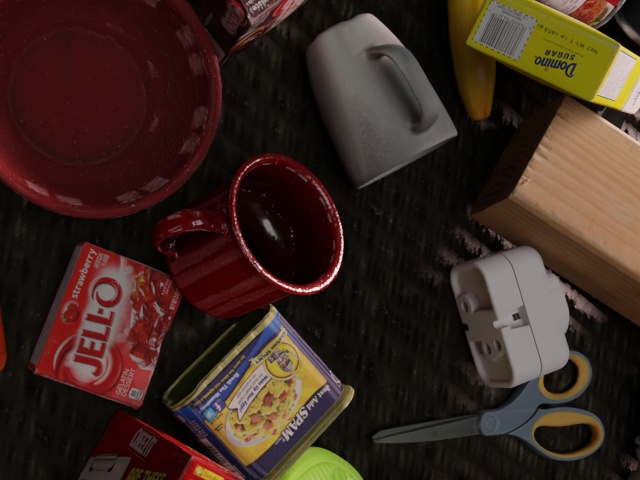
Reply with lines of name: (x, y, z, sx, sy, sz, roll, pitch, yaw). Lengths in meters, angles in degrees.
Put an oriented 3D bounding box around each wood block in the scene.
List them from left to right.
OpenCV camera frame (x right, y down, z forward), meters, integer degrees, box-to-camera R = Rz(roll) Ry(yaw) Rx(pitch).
wood block: (0.228, -0.007, 0.789, 0.206, 0.090, 0.090, 33, 77, -6)

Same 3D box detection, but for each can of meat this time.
can of meat: (-0.043, 0.105, 0.715, 0.102, 0.058, 0.084, -45, 104, -18)

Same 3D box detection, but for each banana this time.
banana: (0.110, -0.179, 0.755, 0.037, 0.069, 0.198, -4, 135, -1)

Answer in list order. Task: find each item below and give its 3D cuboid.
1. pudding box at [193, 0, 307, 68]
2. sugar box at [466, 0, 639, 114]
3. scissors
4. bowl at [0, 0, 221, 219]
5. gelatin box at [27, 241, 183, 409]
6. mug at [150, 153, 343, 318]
pudding box: (-0.036, -0.160, 0.687, 0.090, 0.114, 0.039, -40, 98, -18)
sugar box: (0.172, -0.126, 0.738, 0.093, 0.176, 0.048, 31, 103, 21)
scissors: (0.136, 0.121, 0.814, 0.201, 0.016, 0.096, 14, 83, -23)
bowl: (-0.147, -0.093, 0.670, 0.161, 0.055, 0.162, 0, 90, -24)
gelatin box: (-0.137, 0.055, 0.688, 0.073, 0.030, 0.089, 24, 80, -22)
mug: (-0.054, 0.001, 0.678, 0.117, 0.082, 0.093, 6, 67, -43)
